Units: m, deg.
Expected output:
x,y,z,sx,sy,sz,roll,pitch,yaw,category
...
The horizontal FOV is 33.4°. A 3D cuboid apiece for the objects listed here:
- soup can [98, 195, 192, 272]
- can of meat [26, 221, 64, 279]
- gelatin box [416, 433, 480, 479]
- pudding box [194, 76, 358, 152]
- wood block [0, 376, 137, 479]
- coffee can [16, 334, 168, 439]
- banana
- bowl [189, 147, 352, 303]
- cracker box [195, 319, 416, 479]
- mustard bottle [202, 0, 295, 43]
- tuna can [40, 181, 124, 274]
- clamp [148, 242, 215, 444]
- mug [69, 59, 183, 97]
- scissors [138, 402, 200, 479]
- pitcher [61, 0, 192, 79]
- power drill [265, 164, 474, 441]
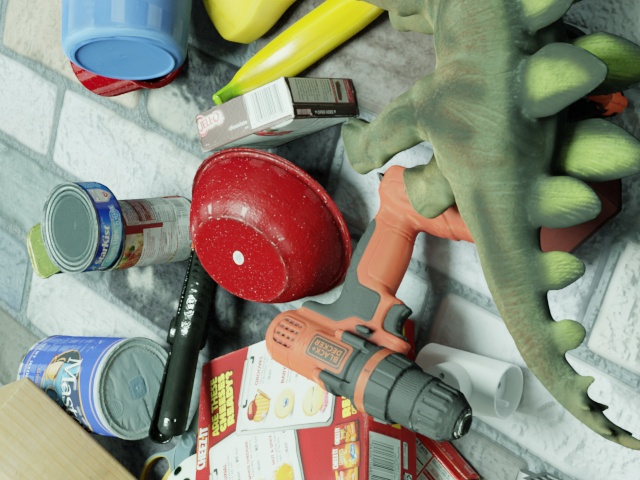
x,y,z,sx,sy,sz,roll,pitch,yaw,category
-0.175,-0.008,1.043,0.069,0.102,0.068,6,99,40,soup can
-0.241,-0.002,1.114,0.102,0.083,0.057,-25,78,40,can of meat
0.082,0.202,0.894,0.073,0.030,0.089,48,121,28,gelatin box
-0.038,-0.108,0.923,0.114,0.089,0.039,-14,88,40,pudding box
-0.265,0.244,1.077,0.206,0.090,0.091,47,143,-15,wood block
-0.234,0.151,1.113,0.141,0.102,0.103,-3,93,41,coffee can
-0.006,-0.170,0.905,0.198,0.069,0.037,-30,111,33,banana
-0.056,0.001,0.924,0.162,0.055,0.162,19,134,20,bowl
-0.015,0.163,0.913,0.214,0.072,0.164,-25,53,40,cracker box
-0.025,-0.255,0.915,0.192,0.058,0.096,-29,70,39,mustard bottle
-0.221,-0.013,0.991,0.086,0.033,0.086,5,98,40,tuna can
-0.125,0.092,1.002,0.165,0.036,0.210,153,130,-77,clamp
-0.201,-0.194,1.043,0.082,0.117,0.093,-8,50,46,mug
-0.126,0.222,1.085,0.202,0.016,0.096,-48,66,34,scissors
-0.179,-0.272,0.955,0.149,0.144,0.243,149,124,-64,pitcher
0.067,0.044,0.813,0.185,0.057,0.187,23,75,34,power drill
